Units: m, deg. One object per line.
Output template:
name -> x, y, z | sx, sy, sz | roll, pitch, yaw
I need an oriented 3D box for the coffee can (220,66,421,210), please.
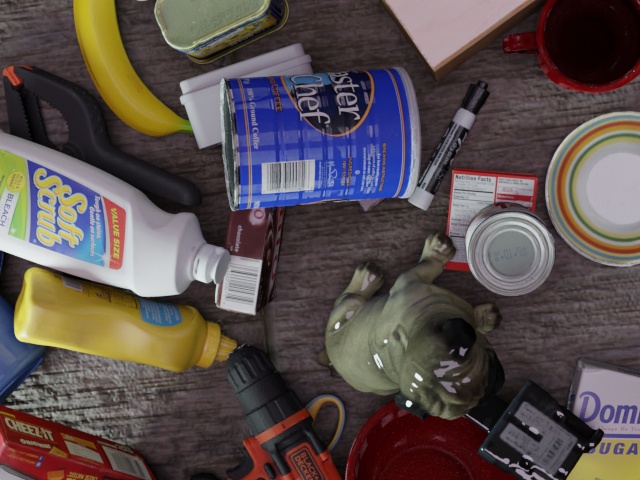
coffee can -> -0.003, -0.079, 0.826 | 0.140, 0.103, 0.103 | -5, 94, -9

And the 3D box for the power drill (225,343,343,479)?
power drill -> -0.083, 0.204, 0.901 | 0.187, 0.057, 0.184 | -30, 81, -8

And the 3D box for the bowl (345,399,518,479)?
bowl -> 0.097, 0.213, 0.911 | 0.162, 0.055, 0.162 | 3, 65, -6

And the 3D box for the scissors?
scissors -> -0.057, 0.210, 0.944 | 0.096, 0.016, 0.201 | 37, 82, 12

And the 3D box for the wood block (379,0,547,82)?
wood block -> 0.154, -0.230, 0.874 | 0.206, 0.090, 0.090 | -35, 89, 8

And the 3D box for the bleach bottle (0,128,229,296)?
bleach bottle -> -0.192, -0.021, 0.888 | 0.251, 0.068, 0.102 | 16, 88, 15

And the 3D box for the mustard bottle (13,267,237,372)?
mustard bottle -> -0.163, 0.075, 0.922 | 0.191, 0.096, 0.058 | 15, 98, -21

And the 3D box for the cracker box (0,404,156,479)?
cracker box -> -0.269, 0.259, 0.927 | 0.164, 0.072, 0.214 | 28, 99, -40

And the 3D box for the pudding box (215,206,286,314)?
pudding box -> -0.056, 0.001, 0.915 | 0.039, 0.090, 0.113 | 11, 96, 7

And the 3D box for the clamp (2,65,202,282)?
clamp -> -0.221, -0.062, 0.950 | 0.165, 0.036, 0.210 | -44, 82, 22

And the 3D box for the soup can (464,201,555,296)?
soup can -> 0.150, 0.005, 0.854 | 0.068, 0.102, 0.068 | 1, 95, 7

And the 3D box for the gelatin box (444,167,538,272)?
gelatin box -> 0.146, -0.016, 0.921 | 0.073, 0.030, 0.089 | 5, 96, 7

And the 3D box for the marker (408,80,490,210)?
marker -> 0.112, -0.083, 0.925 | 0.020, 0.020, 0.121 | 28, 97, 4

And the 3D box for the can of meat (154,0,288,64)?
can of meat -> -0.084, -0.195, 0.906 | 0.102, 0.084, 0.057 | -24, 91, 8

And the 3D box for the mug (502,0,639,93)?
mug -> 0.209, -0.164, 0.876 | 0.117, 0.081, 0.093 | -6, 93, 7

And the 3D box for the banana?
banana -> -0.177, -0.169, 0.945 | 0.069, 0.037, 0.198 | -28, 94, -22
